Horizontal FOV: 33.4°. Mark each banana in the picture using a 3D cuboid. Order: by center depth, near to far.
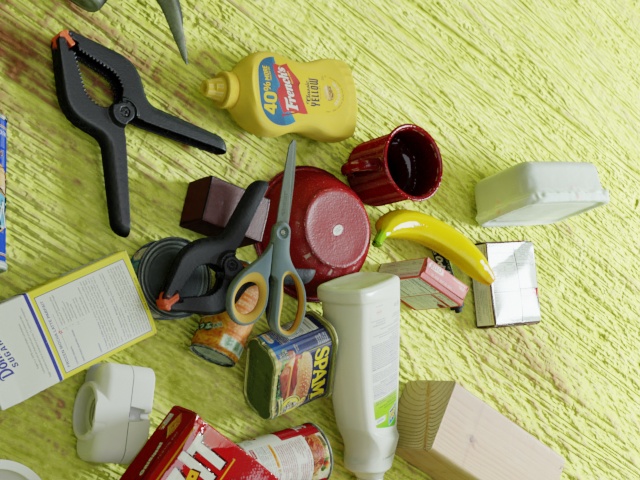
[{"bbox_3d":[0.135,0.003,1.300,0.197,0.037,0.069,17,63,-32],"label":"banana"}]

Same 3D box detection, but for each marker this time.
[{"bbox_3d":[0.156,0.034,1.348,0.020,0.020,0.121,-23,97,-36],"label":"marker"}]

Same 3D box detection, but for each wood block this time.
[{"bbox_3d":[0.189,0.257,1.293,0.206,0.090,0.090,37,64,-26],"label":"wood block"}]

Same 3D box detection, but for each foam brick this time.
[{"bbox_3d":[-0.102,-0.030,1.149,0.078,0.053,0.051,22,70,-32],"label":"foam brick"}]

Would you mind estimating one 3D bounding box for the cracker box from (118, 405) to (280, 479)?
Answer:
[{"bbox_3d":[-0.100,0.288,1.022,0.213,0.072,0.164,43,69,-20],"label":"cracker box"}]

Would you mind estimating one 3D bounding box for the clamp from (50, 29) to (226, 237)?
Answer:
[{"bbox_3d":[-0.210,-0.118,1.093,0.210,0.036,0.164,48,58,-18],"label":"clamp"}]

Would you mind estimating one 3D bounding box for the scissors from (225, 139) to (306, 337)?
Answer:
[{"bbox_3d":[-0.057,0.001,1.084,0.096,0.016,0.202,-8,95,-28],"label":"scissors"}]

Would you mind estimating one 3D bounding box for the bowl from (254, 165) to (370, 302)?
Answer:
[{"bbox_3d":[0.004,-0.011,1.222,0.161,0.055,0.162,6,80,-35],"label":"bowl"}]

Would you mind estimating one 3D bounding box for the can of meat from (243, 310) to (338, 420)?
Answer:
[{"bbox_3d":[-0.034,0.136,1.150,0.083,0.058,0.102,-19,131,-34],"label":"can of meat"}]

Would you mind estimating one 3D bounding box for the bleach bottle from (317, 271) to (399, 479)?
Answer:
[{"bbox_3d":[0.048,0.166,1.197,0.102,0.068,0.251,-16,108,-53],"label":"bleach bottle"}]

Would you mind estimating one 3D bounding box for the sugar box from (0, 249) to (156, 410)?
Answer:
[{"bbox_3d":[-0.252,0.084,1.027,0.175,0.048,0.093,-25,98,-32],"label":"sugar box"}]

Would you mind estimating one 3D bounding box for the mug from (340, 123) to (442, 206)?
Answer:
[{"bbox_3d":[0.076,-0.085,1.268,0.117,0.082,0.093,-6,86,-38],"label":"mug"}]

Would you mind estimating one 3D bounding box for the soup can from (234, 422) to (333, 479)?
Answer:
[{"bbox_3d":[-0.047,0.239,1.138,0.102,0.069,0.068,-9,88,-36],"label":"soup can"}]

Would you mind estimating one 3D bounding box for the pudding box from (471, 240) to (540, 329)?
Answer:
[{"bbox_3d":[0.241,0.057,1.394,0.089,0.039,0.113,-1,82,-36],"label":"pudding box"}]

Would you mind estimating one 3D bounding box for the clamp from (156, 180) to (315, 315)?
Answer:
[{"bbox_3d":[-0.096,0.014,1.097,0.171,0.039,0.120,-23,89,-27],"label":"clamp"}]

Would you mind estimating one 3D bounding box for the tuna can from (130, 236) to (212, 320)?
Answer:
[{"bbox_3d":[-0.158,0.040,1.109,0.085,0.034,0.086,6,79,-35],"label":"tuna can"}]

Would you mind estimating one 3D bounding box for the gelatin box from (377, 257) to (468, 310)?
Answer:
[{"bbox_3d":[0.120,0.052,1.274,0.073,0.089,0.030,35,64,-27],"label":"gelatin box"}]

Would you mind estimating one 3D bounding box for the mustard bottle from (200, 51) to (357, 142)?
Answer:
[{"bbox_3d":[-0.049,-0.164,1.205,0.191,0.058,0.096,0,82,-36],"label":"mustard bottle"}]
